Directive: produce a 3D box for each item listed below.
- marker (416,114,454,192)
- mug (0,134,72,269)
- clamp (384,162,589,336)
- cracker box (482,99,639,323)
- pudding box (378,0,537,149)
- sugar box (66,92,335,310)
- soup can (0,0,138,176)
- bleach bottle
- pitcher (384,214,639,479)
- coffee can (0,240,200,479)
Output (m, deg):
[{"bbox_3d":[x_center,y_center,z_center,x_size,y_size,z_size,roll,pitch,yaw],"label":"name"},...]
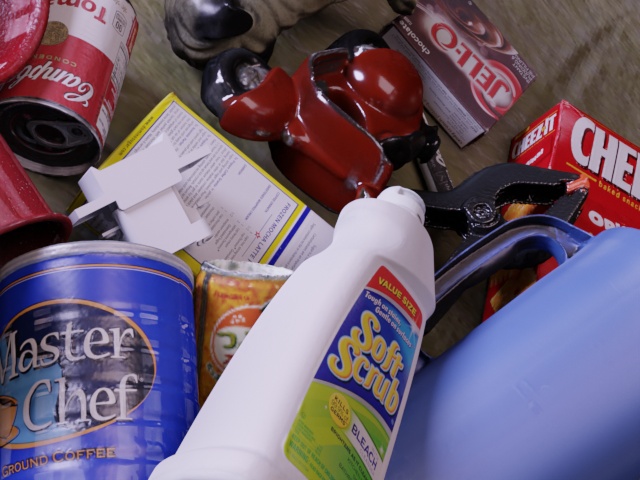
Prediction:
[{"bbox_3d":[0.078,-0.066,0.787,0.020,0.020,0.121,-7,70,-35],"label":"marker"},{"bbox_3d":[-0.184,-0.017,0.556,0.081,0.093,0.117,55,19,10],"label":"mug"},{"bbox_3d":[0.103,0.000,0.709,0.171,0.039,0.120,-12,65,-5],"label":"clamp"},{"bbox_3d":[0.213,0.022,0.792,0.164,0.072,0.213,29,53,-16],"label":"cracker box"},{"bbox_3d":[0.105,-0.140,0.831,0.113,0.039,0.089,47,51,-3],"label":"pudding box"},{"bbox_3d":[-0.054,0.001,0.648,0.176,0.048,0.093,42,54,-10],"label":"sugar box"},{"bbox_3d":[-0.150,-0.098,0.625,0.068,0.069,0.102,23,55,-21],"label":"soup can"},{"bbox_3d":[0.006,0.053,0.542,0.102,0.068,0.250,56,38,-27],"label":"bleach bottle"},{"bbox_3d":[0.108,0.098,0.613,0.242,0.149,0.145,-31,112,-16],"label":"pitcher"},{"bbox_3d":[-0.110,0.084,0.530,0.102,0.103,0.140,8,62,-30],"label":"coffee can"}]
